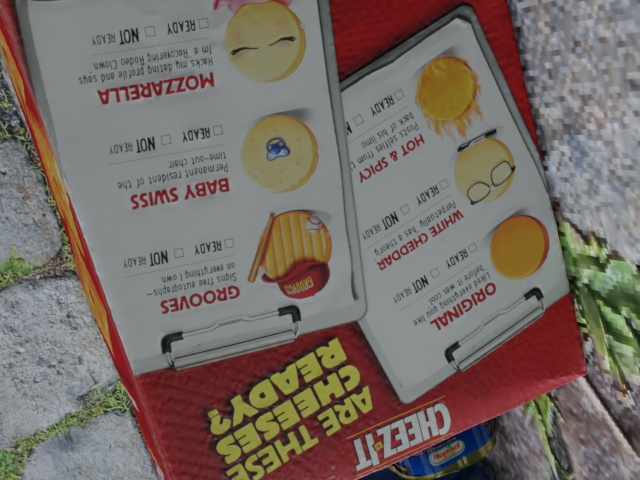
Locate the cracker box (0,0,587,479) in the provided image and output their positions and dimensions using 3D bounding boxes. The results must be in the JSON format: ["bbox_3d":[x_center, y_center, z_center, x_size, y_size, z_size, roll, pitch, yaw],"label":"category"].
[{"bbox_3d":[-0.010,-0.025,0.381,0.072,0.164,0.213,-148,40,-67],"label":"cracker box"}]
